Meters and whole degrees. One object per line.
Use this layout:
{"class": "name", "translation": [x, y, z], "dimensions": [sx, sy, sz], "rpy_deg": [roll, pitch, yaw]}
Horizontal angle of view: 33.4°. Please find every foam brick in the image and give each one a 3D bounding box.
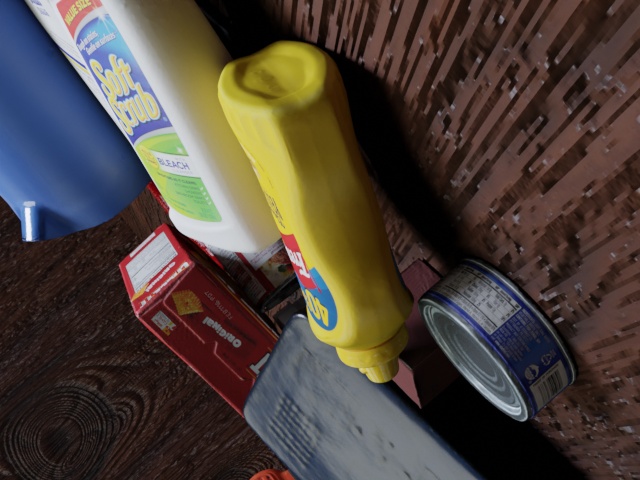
{"class": "foam brick", "translation": [0.060, 0.058, 0.649], "dimensions": [0.051, 0.053, 0.078], "rpy_deg": [46, 168, 25]}

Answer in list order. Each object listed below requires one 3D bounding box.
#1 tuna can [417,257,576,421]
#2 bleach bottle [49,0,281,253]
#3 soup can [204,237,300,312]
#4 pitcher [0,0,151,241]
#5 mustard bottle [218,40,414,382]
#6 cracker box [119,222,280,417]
{"class": "tuna can", "translation": [0.090, 0.052, 0.555], "dimensions": [0.086, 0.033, 0.086], "rpy_deg": [48, 169, 12]}
{"class": "bleach bottle", "translation": [-0.097, -0.106, 0.575], "dimensions": [0.103, 0.068, 0.250], "rpy_deg": [18, 147, 49]}
{"class": "soup can", "translation": [-0.056, 0.001, 0.900], "dimensions": [0.102, 0.068, 0.068], "rpy_deg": [49, 170, 9]}
{"class": "pitcher", "translation": [-0.217, -0.131, 0.737], "dimensions": [0.242, 0.145, 0.149], "rpy_deg": [56, -179, -45]}
{"class": "mustard bottle", "translation": [0.007, -0.003, 0.556], "dimensions": [0.096, 0.058, 0.191], "rpy_deg": [51, 164, 60]}
{"class": "cracker box", "translation": [-0.091, 0.074, 0.945], "dimensions": [0.164, 0.072, 0.214], "rpy_deg": [46, 176, -17]}
